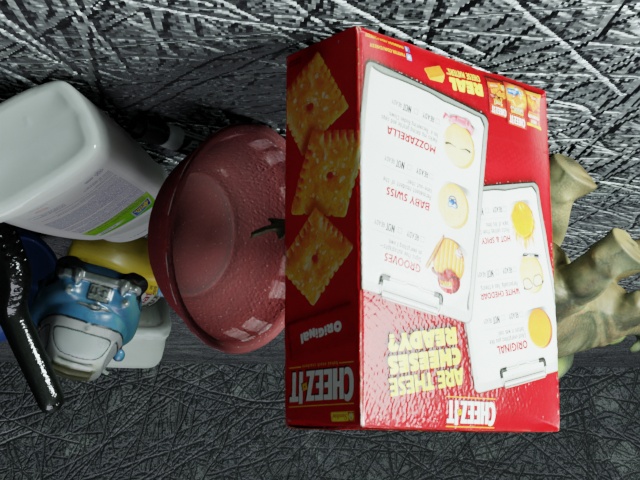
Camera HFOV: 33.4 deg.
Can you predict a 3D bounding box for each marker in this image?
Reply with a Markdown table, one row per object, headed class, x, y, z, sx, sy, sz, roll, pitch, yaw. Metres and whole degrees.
| class | x | y | z | sx | sy | sz | roll | pitch | yaw |
| --- | --- | --- | --- | --- | --- | --- | --- | --- | --- |
| marker | -0.091 | -0.069 | 0.767 | 0.020 | 0.020 | 0.120 | -8 | 167 | 36 |

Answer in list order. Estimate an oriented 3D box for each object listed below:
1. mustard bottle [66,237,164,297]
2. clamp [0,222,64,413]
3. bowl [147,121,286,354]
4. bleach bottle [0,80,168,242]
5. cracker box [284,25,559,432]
| class | x | y | z | sx | sy | sz | roll | pitch | yaw |
| --- | --- | --- | --- | --- | --- | --- | --- | --- | --- |
| mustard bottle | -0.159 | 0.031 | 1.085 | 0.191 | 0.058 | 0.096 | 15 | 163 | -7 |
| clamp | -0.290 | 0.052 | 0.977 | 0.165 | 0.210 | 0.036 | 32 | -139 | 28 |
| bowl | -0.071 | -0.003 | 0.758 | 0.055 | 0.162 | 0.161 | 4 | 173 | 37 |
| bleach bottle | -0.170 | -0.037 | 0.773 | 0.102 | 0.068 | 0.251 | -29 | 169 | 1 |
| cracker box | 0.059 | 0.003 | 0.620 | 0.163 | 0.214 | 0.072 | 9 | 166 | -39 |
